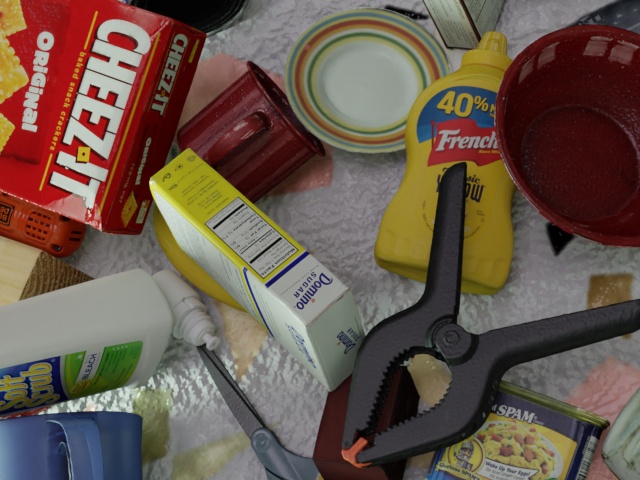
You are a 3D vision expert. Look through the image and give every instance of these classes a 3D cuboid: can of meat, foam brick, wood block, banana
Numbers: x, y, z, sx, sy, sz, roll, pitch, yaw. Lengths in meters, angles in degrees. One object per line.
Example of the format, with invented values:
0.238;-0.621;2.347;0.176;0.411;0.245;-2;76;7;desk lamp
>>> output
0.128;0.141;0.705;0.102;0.057;0.084;18;82;24;can of meat
0.032;0.129;0.735;0.051;0.053;0.078;4;59;20;foam brick
-0.301;0.034;0.873;0.206;0.090;0.090;16;79;23;wood block
-0.070;0.013;0.827;0.198;0.037;0.069;38;89;26;banana

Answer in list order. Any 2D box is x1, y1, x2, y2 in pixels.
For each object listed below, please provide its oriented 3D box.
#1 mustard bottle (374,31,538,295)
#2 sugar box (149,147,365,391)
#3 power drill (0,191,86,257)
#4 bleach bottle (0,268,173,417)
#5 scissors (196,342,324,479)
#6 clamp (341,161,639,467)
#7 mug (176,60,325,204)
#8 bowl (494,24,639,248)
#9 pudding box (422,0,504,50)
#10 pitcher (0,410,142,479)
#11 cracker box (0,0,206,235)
0.106;-0.063;0.775;0.096;0.058;0.191;14;77;6;mustard bottle
-0.043;0.018;0.738;0.048;0.093;0.176;-42;58;-16;sugar box
-0.260;-0.095;0.894;0.184;0.057;0.188;19;96;17;power drill
-0.229;0.089;0.740;0.068;0.250;0.103;54;136;24;bleach bottle
-0.021;0.147;0.779;0.096;0.016;0.202;-25;67;9;scissors
0.083;0.057;0.694;0.210;0.036;0.165;-41;66;-3;clamp
-0.057;-0.075;0.812;0.081;0.117;0.093;-38;93;10;mug
0.189;-0.064;0.730;0.162;0.055;0.162;3;71;-9;bowl
0.109;-0.204;0.790;0.039;0.113;0.090;16;78;27;pudding box
-0.178;0.241;0.738;0.145;0.149;0.243;-13;73;16;pitcher
-0.215;-0.116;0.810;0.214;0.072;0.164;21;97;16;cracker box
